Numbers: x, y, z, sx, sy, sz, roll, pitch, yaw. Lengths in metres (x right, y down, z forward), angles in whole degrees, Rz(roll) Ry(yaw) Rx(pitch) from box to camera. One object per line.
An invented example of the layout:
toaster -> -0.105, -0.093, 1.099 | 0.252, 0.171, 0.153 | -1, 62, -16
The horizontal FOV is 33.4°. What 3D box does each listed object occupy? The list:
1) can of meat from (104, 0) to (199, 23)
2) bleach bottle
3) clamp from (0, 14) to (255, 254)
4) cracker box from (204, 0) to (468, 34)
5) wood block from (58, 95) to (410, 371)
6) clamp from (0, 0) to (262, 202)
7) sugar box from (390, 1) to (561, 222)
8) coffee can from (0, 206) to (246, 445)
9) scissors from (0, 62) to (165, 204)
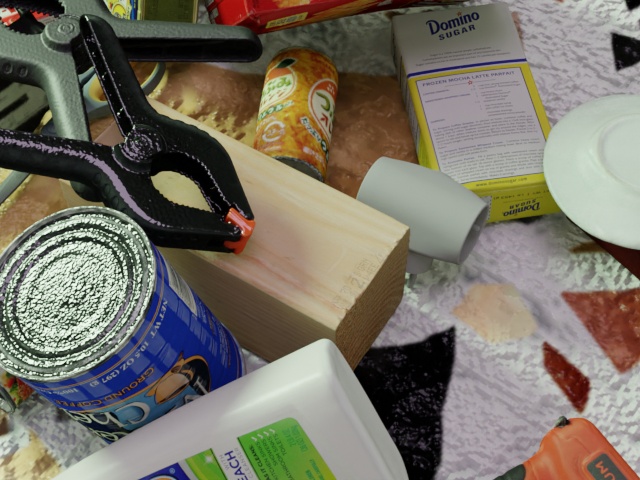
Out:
can of meat -> -0.134, -0.197, 0.804 | 0.057, 0.102, 0.084 | -17, 39, -35
bleach bottle -> -0.084, 0.152, 0.583 | 0.251, 0.102, 0.068 | -28, 13, 8
clamp -> -0.107, -0.059, 0.627 | 0.171, 0.039, 0.120 | 30, 67, -5
cracker box -> 0.030, -0.198, 0.771 | 0.213, 0.164, 0.072 | -11, 98, -13
wood block -> -0.054, 0.001, 0.693 | 0.206, 0.091, 0.090 | 27, 60, 19
clamp -> -0.154, -0.131, 0.708 | 0.210, 0.036, 0.164 | 40, 63, 22
sugar box -> 0.111, -0.095, 0.780 | 0.093, 0.048, 0.176 | -7, 53, -3
coffee can -> -0.113, 0.059, 0.613 | 0.103, 0.140, 0.103 | -8, 59, 14
scissors -> -0.206, -0.095, 0.804 | 0.096, 0.016, 0.201 | 38, 65, 25
